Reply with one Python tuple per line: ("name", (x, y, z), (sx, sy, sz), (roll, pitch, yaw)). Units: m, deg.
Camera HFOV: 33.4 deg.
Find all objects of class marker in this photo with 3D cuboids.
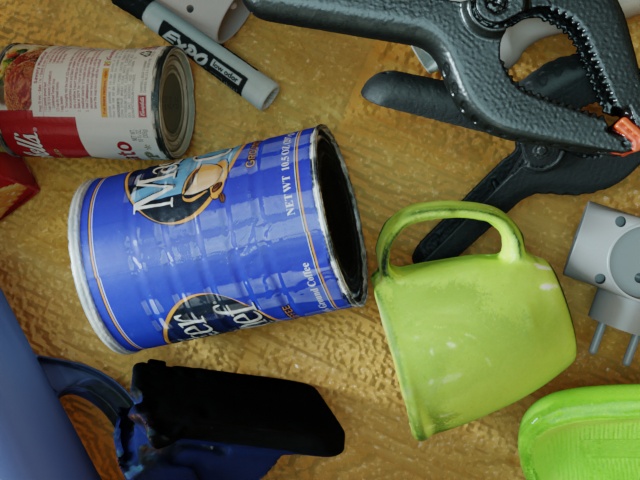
("marker", (-0.077, -0.119, 0.637), (0.121, 0.020, 0.020), (37, 99, 9))

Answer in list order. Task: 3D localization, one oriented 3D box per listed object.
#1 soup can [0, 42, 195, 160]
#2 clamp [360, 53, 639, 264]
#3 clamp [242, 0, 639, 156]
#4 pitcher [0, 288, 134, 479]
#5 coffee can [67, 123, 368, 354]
("soup can", (-0.132, -0.082, 0.627), (0.102, 0.068, 0.068), (2, 93, 12))
("clamp", (0.108, -0.062, 0.574), (0.171, 0.039, 0.120), (-25, 122, 9))
("clamp", (0.088, -0.126, 0.532), (0.210, 0.036, 0.164), (37, 92, 2))
("pitcher", (-0.190, 0.125, 0.614), (0.145, 0.149, 0.243), (-33, 74, 14))
("coffee can", (-0.054, 0.001, 0.595), (0.140, 0.102, 0.103), (-12, 90, 12))
